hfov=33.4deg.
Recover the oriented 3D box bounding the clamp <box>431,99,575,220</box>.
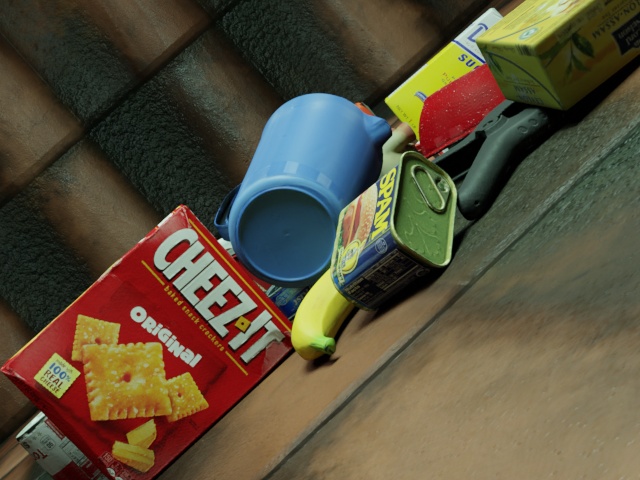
[{"bbox_3d":[0.148,-0.085,0.940,0.209,0.036,0.165,-43,18,-22],"label":"clamp"}]

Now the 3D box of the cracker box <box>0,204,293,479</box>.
[{"bbox_3d":[-0.147,0.098,0.952,0.213,0.164,0.072,-42,8,-5],"label":"cracker box"}]

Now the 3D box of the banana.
[{"bbox_3d":[0.023,0.045,0.886,0.070,0.037,0.197,-9,27,32],"label":"banana"}]

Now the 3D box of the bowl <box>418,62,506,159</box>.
[{"bbox_3d":[0.157,-0.140,1.075,0.162,0.055,0.162,-29,1,0],"label":"bowl"}]

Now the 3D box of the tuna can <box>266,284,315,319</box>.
[{"bbox_3d":[-0.022,0.048,1.128,0.086,0.034,0.086,-41,6,5],"label":"tuna can"}]

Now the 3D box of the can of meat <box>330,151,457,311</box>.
[{"bbox_3d":[0.055,-0.005,0.828,0.084,0.057,0.102,-40,27,41],"label":"can of meat"}]

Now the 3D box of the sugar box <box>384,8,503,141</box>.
[{"bbox_3d":[0.176,-0.198,1.331,0.176,0.093,0.048,-41,7,12],"label":"sugar box"}]

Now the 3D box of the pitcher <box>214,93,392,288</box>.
[{"bbox_3d":[-0.023,-0.044,1.032,0.242,0.145,0.149,-70,1,-67],"label":"pitcher"}]

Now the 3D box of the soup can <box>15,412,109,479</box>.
[{"bbox_3d":[-0.235,0.205,1.034,0.068,0.102,0.068,-41,6,5],"label":"soup can"}]
